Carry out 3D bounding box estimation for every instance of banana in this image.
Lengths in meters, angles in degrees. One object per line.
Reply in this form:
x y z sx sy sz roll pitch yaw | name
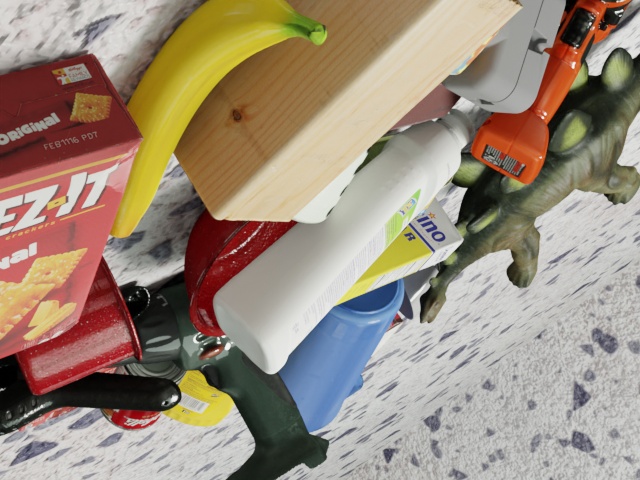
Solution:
-0.077 -0.082 0.614 0.037 0.070 0.198 13 137 -42 | banana

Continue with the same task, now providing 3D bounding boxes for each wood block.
0.005 -0.110 0.646 0.206 0.091 0.090 -41 160 25 | wood block

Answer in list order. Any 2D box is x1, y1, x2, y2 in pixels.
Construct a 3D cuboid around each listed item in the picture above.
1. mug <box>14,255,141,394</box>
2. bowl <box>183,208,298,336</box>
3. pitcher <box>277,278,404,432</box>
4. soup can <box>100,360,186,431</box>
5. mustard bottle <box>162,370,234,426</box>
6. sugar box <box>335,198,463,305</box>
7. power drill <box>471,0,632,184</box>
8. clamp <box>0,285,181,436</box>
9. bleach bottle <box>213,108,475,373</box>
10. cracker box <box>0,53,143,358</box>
-0.189 0.060 0.784 0.081 0.093 0.117 -23 -170 -17 | mug
-0.056 0.001 0.866 0.162 0.055 0.162 -35 154 -21 | bowl
-0.010 0.101 1.158 0.149 0.145 0.243 -36 164 -37 | pitcher
-0.171 0.132 1.027 0.068 0.068 0.102 -21 158 -35 | soup can
-0.098 0.114 1.086 0.096 0.058 0.192 28 127 -20 | mustard bottle
0.042 -0.003 1.000 0.175 0.093 0.048 -23 161 -34 | sugar box
0.188 -0.143 0.819 0.187 0.057 0.184 -58 171 -6 | power drill
-0.216 0.102 0.837 0.210 0.164 0.036 -14 118 -4 | clamp
0.027 -0.010 0.838 0.250 0.068 0.102 -44 167 -15 | bleach bottle
-0.205 0.004 0.610 0.163 0.072 0.214 -22 159 -34 | cracker box
